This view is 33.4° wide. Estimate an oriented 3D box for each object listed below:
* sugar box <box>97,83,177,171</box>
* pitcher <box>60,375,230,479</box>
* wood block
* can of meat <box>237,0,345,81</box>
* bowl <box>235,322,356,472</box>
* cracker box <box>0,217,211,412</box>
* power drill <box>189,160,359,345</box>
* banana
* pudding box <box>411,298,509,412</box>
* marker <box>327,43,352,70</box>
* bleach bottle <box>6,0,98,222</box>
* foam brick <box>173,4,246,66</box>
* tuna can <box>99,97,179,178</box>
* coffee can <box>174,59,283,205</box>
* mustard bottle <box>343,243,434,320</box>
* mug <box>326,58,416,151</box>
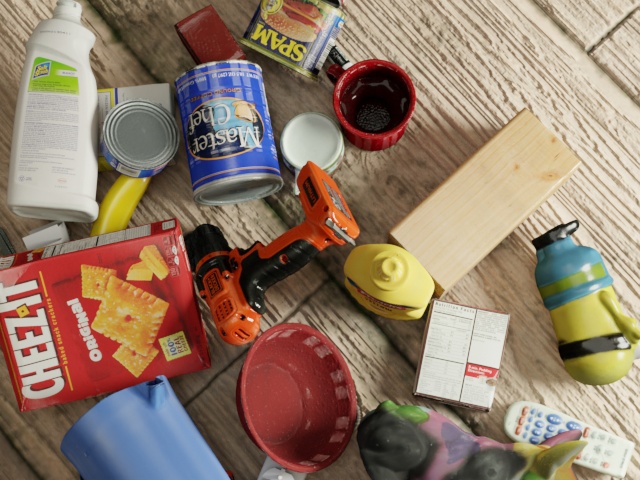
[{"bbox_3d":[-0.258,-0.129,1.253,0.176,0.048,0.093,-4,80,-2],"label":"sugar box"},{"bbox_3d":[-0.156,0.276,1.107,0.145,0.149,0.243,-35,72,-10],"label":"pitcher"},{"bbox_3d":[0.179,-0.039,1.191,0.206,0.091,0.090,-43,80,-5],"label":"wood block"},{"bbox_3d":[-0.032,-0.245,1.243,0.102,0.057,0.084,29,97,14],"label":"can of meat"},{"bbox_3d":[-0.037,0.173,1.157,0.161,0.055,0.162,17,64,-38],"label":"bowl"},{"bbox_3d":[-0.240,0.081,1.164,0.213,0.072,0.164,-13,104,-6],"label":"cracker box"},{"bbox_3d":[-0.058,0.001,1.158,0.188,0.057,0.184,-41,42,13],"label":"power drill"},{"bbox_3d":[-0.232,0.002,1.224,0.069,0.037,0.198,5,91,-5],"label":"banana"},{"bbox_3d":[0.156,0.128,1.189,0.090,0.039,0.113,12,79,5],"label":"pudding box"},{"bbox_3d":[0.002,-0.240,1.273,0.020,0.020,0.121,-37,80,-4],"label":"marker"},{"bbox_3d":[-0.290,-0.150,1.203,0.102,0.068,0.251,5,76,-6],"label":"bleach bottle"},{"bbox_3d":[-0.128,-0.228,1.261,0.051,0.053,0.078,-33,81,-3],"label":"foam brick"},{"bbox_3d":[-0.203,-0.114,1.196,0.086,0.034,0.086,6,71,-18],"label":"tuna can"},{"bbox_3d":[-0.105,-0.121,1.214,0.103,0.103,0.140,-11,79,1],"label":"coffee can"},{"bbox_3d":[0.072,0.042,1.130,0.096,0.191,0.058,27,82,7],"label":"mustard bottle"},{"bbox_3d":[0.052,-0.158,1.223,0.117,0.081,0.093,39,84,9],"label":"mug"}]
